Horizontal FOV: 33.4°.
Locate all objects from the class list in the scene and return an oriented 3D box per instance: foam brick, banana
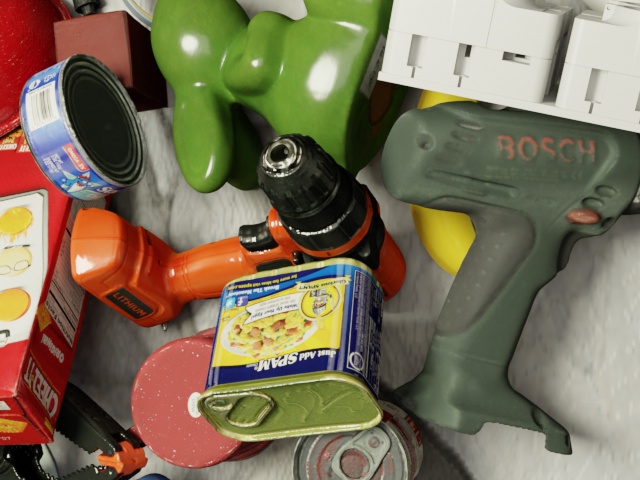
[{"bbox_3d":[-0.141,-0.118,0.723,0.051,0.078,0.053,-6,85,9],"label":"foam brick"},{"bbox_3d":[0.091,-0.061,0.698,0.069,0.037,0.198,1,88,-9],"label":"banana"}]

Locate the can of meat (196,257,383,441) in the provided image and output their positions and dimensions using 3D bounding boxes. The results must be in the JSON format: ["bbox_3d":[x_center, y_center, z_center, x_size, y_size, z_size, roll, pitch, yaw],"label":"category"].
[{"bbox_3d":[-0.014,0.063,0.615,0.102,0.057,0.084,-10,50,21],"label":"can of meat"}]

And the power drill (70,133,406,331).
[{"bbox_3d":[-0.054,0.001,0.655,0.188,0.184,0.057,-8,63,18],"label":"power drill"}]

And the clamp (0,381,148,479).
[{"bbox_3d":[-0.207,0.144,0.696,0.210,0.036,0.164,7,92,28],"label":"clamp"}]

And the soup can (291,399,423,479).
[{"bbox_3d":[0.026,0.135,0.661,0.068,0.102,0.068,-1,86,11],"label":"soup can"}]

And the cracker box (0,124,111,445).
[{"bbox_3d":[-0.234,0.025,0.687,0.164,0.072,0.213,-3,53,11],"label":"cracker box"}]

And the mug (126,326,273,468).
[{"bbox_3d":[-0.083,0.108,0.694,0.117,0.081,0.093,-26,82,8],"label":"mug"}]

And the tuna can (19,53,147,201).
[{"bbox_3d":[-0.143,-0.068,0.650,0.034,0.086,0.086,-20,83,20],"label":"tuna can"}]

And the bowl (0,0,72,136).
[{"bbox_3d":[-0.253,-0.137,0.724,0.162,0.055,0.162,-6,57,10],"label":"bowl"}]
